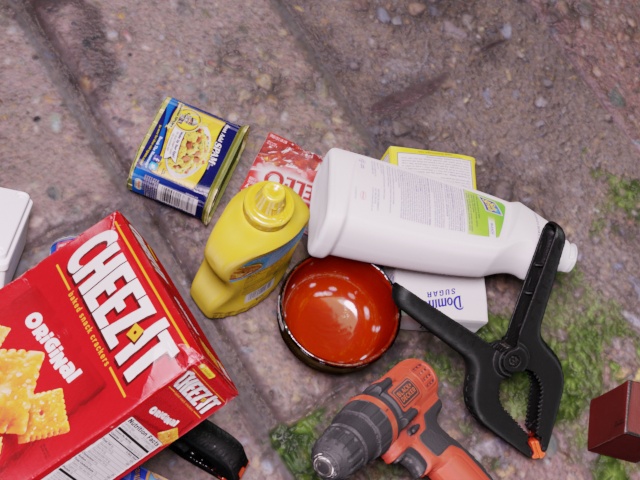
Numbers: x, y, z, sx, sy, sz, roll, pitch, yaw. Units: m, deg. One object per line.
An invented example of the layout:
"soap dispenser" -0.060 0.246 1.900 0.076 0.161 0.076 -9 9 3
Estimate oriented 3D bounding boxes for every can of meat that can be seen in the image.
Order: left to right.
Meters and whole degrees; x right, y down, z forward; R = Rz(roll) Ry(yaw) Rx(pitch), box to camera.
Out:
"can of meat" -0.125 -0.077 1.005 0.084 0.057 0.102 23 63 0

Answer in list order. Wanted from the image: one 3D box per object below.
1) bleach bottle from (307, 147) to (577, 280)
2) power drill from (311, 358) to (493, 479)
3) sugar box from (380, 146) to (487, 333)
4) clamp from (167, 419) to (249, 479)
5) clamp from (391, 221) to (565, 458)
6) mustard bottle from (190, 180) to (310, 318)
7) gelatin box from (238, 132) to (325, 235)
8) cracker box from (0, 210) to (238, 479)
"bleach bottle" 0.117 -0.007 0.972 0.250 0.068 0.102 14 49 -13
"power drill" 0.091 0.201 0.898 0.188 0.057 0.184 50 36 6
"sugar box" 0.107 0.000 1.033 0.093 0.048 0.176 6 69 -13
"clamp" -0.125 0.148 0.878 0.120 0.171 0.039 15 60 41
"clamp" 0.172 0.094 0.953 0.164 0.036 0.210 -27 106 -7
"mustard bottle" -0.056 0.001 0.910 0.096 0.192 0.058 -31 77 -24
"gelatin box" -0.026 -0.054 1.032 0.089 0.030 0.073 25 63 -1
"cracker box" -0.192 0.102 0.771 0.213 0.072 0.164 -35 53 -3
